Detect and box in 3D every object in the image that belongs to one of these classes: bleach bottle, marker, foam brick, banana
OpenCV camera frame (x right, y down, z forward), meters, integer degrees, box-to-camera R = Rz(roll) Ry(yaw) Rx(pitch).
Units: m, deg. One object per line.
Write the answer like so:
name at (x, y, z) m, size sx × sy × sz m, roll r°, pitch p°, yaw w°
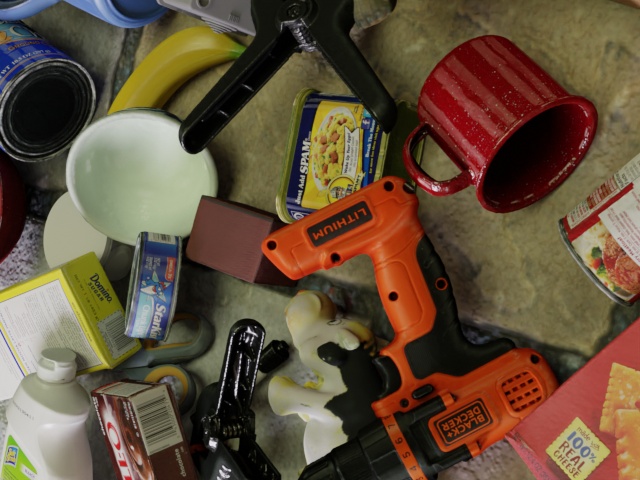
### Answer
bleach bottle at (-0.225, 0.212, 0.880) m, size 0.103 × 0.067 × 0.251 m, roll 22°, pitch 109°, yaw 37°
marker at (-0.067, 0.117, 0.838) m, size 0.121 × 0.020 × 0.020 m, roll -43°, pitch 62°, yaw 24°
foam brick at (-0.055, 0.001, 0.824) m, size 0.078 × 0.052 × 0.051 m, roll 19°, pitch 95°, yaw 37°
banana at (-0.138, -0.122, 0.909) m, size 0.198 × 0.037 × 0.070 m, roll -39°, pitch 62°, yaw 26°

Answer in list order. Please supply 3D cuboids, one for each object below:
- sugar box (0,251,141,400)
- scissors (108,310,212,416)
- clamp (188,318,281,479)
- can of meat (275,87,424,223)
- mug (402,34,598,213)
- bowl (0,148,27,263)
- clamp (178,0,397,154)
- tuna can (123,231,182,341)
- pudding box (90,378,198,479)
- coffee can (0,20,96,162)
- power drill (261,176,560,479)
sugar box at (-0.239, 0.077, 0.918) m, size 0.177 × 0.048 × 0.093 m, roll -18°, pitch 100°, yaw 42°
scissors at (-0.167, 0.119, 0.906) m, size 0.202 × 0.016 × 0.096 m, roll -25°, pitch 58°, yaw 32°
clamp at (-0.063, 0.143, 0.767) m, size 0.172 × 0.039 × 0.120 m, roll 116°, pitch 153°, yaw -56°
can of meat at (0.023, -0.056, 0.772) m, size 0.084 × 0.057 × 0.102 m, roll 10°, pitch 90°, yaw 35°
mug at (0.106, -0.072, 0.687) m, size 0.117 × 0.093 × 0.082 m, roll -33°, pitch 56°, yaw -5°
bowl at (-0.330, -0.032, 1.020) m, size 0.162 × 0.055 × 0.162 m, roll -2°, pitch 87°, yaw 39°
clamp at (-0.022, -0.151, 0.783) m, size 0.165 × 0.036 × 0.210 m, roll -9°, pitch 57°, yaw 19°
tuna can at (-0.133, 0.036, 0.848) m, size 0.086 × 0.033 × 0.086 m, roll -172°, pitch 90°, yaw -77°
pudding box at (-0.134, 0.166, 0.831) m, size 0.090 × 0.039 × 0.113 m, roll -9°, pitch 97°, yaw 58°
coffee can at (-0.288, -0.149, 0.981) m, size 0.140 × 0.102 × 0.103 m, roll 37°, pitch 106°, yaw 33°
power drill at (0.036, 0.067, 0.689) m, size 0.184 × 0.057 × 0.187 m, roll -28°, pitch 86°, yaw 0°
